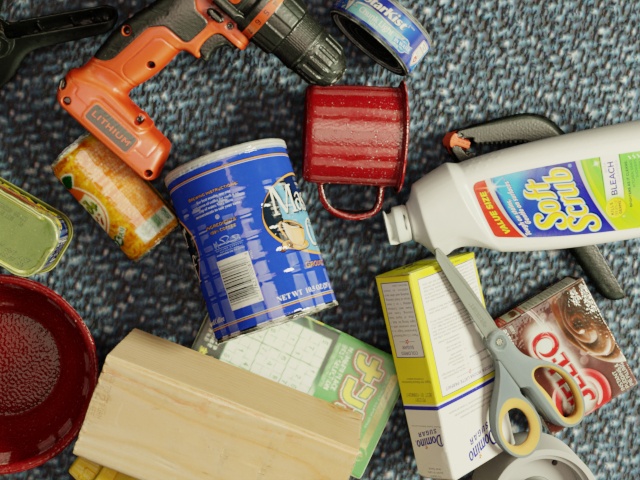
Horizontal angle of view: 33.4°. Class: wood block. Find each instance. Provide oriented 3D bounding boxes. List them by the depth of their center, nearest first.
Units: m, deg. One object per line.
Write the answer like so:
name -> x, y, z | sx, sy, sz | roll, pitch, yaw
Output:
wood block -> -0.079, 0.156, 0.860 | 0.206, 0.091, 0.090 | 21, 99, 0

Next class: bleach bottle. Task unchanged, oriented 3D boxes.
bleach bottle -> 0.178, -0.030, 0.884 | 0.251, 0.068, 0.102 | -13, 107, 2

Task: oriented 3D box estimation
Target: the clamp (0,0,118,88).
clamp -> -0.249, -0.163, 0.849 | 0.172, 0.039, 0.120 | -39, 128, 22

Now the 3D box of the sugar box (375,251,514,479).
sugar box -> 0.107, 0.104, 0.904 | 0.093, 0.048, 0.176 | -16, 98, -44

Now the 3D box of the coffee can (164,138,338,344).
coffee can -> -0.056, 0.001, 0.857 | 0.102, 0.103, 0.140 | -18, 85, -6

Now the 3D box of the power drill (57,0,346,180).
power drill -> -0.098, -0.139, 0.835 | 0.184, 0.057, 0.188 | 42, 99, -10

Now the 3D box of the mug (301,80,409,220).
mug -> 0.026, -0.075, 0.884 | 0.081, 0.093, 0.117 | 2, 98, -3

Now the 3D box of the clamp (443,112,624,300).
clamp -> 0.204, -0.043, 0.934 | 0.210, 0.036, 0.164 | 13, 94, -8

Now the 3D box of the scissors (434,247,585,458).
scissors -> 0.140, 0.104, 0.888 | 0.201, 0.016, 0.096 | 40, 81, -17

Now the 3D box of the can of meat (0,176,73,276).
can of meat -> -0.253, -0.014, 0.851 | 0.102, 0.084, 0.057 | 31, 88, -8

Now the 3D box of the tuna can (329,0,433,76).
tuna can -> 0.049, -0.175, 0.882 | 0.086, 0.086, 0.034 | 40, 89, -8

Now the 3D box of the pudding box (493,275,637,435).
pudding box -> 0.212, 0.100, 0.940 | 0.090, 0.039, 0.113 | -30, 97, -5

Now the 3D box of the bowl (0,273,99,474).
bowl -> -0.260, 0.105, 0.869 | 0.162, 0.055, 0.162 | 0, 94, -6
